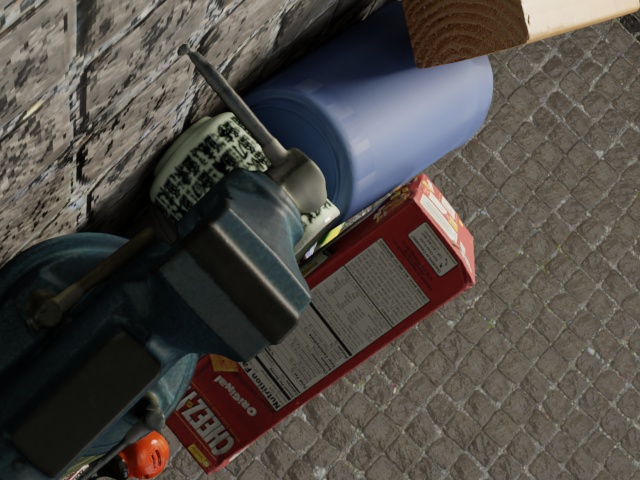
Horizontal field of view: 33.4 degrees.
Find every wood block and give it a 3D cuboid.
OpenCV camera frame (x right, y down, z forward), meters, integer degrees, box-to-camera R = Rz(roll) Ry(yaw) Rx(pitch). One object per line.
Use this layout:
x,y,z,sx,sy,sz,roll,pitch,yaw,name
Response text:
0.150,-0.192,0.785,0.090,0.091,0.205,-8,-170,39,wood block

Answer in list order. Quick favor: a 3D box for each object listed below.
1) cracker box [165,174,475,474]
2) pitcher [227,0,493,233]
0.003,0.050,0.721,0.214,0.072,0.164,-38,-177,11,cracker box
0.022,-0.086,0.805,0.242,0.145,0.149,-39,133,-53,pitcher
